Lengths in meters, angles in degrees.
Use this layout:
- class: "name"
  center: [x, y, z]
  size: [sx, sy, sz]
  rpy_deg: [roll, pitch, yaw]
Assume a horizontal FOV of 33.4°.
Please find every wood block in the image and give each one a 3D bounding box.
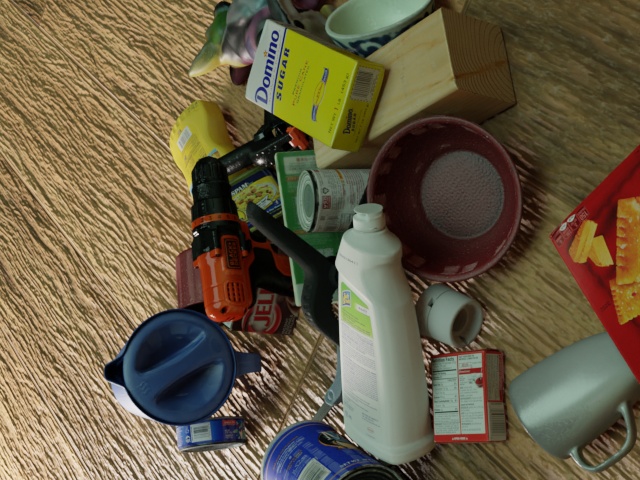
- class: "wood block"
  center: [0.089, -0.145, 1.106]
  size: [0.207, 0.090, 0.090]
  rpy_deg: [-27, 65, 45]

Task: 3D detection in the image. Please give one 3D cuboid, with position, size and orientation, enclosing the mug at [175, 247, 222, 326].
- class: "mug"
  center: [-0.142, 0.062, 1.363]
  size: [0.117, 0.093, 0.081]
  rpy_deg: [95, 169, -65]

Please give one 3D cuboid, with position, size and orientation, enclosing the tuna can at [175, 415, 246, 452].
- class: "tuna can"
  center: [-0.134, 0.239, 1.315]
  size: [0.086, 0.085, 0.034]
  rpy_deg: [-24, 67, 46]

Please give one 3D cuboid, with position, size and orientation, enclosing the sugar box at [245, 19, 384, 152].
- class: "sugar box"
  center: [-0.011, -0.165, 1.120]
  size: [0.176, 0.048, 0.093]
  rpy_deg: [33, 111, 46]

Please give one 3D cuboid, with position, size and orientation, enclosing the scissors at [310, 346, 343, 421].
- class: "scissors"
  center: [0.015, 0.155, 1.205]
  size: [0.202, 0.016, 0.096]
  rpy_deg: [-42, 52, 38]

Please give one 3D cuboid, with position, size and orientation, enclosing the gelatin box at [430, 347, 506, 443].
- class: "gelatin box"
  center: [0.144, 0.152, 1.039]
  size: [0.073, 0.030, 0.089]
  rpy_deg: [-15, 73, 50]

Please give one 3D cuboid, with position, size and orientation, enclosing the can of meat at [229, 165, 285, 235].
- class: "can of meat"
  center: [-0.079, -0.033, 1.288]
  size: [0.102, 0.057, 0.084]
  rpy_deg: [-30, 53, -6]

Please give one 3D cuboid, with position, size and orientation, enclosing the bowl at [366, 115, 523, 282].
- class: "bowl"
  center: [0.128, -0.042, 1.044]
  size: [0.162, 0.055, 0.162]
  rpy_deg: [5, 100, 29]

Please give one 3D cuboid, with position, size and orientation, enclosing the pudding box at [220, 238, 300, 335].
- class: "pudding box"
  center: [-0.063, 0.053, 1.256]
  size: [0.039, 0.089, 0.113]
  rpy_deg: [25, 103, 50]

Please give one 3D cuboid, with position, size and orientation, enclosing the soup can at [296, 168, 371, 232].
- class: "soup can"
  center: [0.032, -0.043, 1.135]
  size: [0.069, 0.102, 0.068]
  rpy_deg: [178, 90, -73]

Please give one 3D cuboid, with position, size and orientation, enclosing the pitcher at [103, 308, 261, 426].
- class: "pitcher"
  center: [-0.183, 0.163, 1.322]
  size: [0.145, 0.149, 0.243]
  rpy_deg: [-51, 7, -18]

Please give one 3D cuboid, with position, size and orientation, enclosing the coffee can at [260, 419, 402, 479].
- class: "coffee can"
  center: [0.012, 0.256, 1.103]
  size: [0.140, 0.102, 0.103]
  rpy_deg: [20, 100, 61]

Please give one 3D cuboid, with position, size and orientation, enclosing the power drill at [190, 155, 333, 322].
- class: "power drill"
  center: [-0.058, 0.001, 1.182]
  size: [0.057, 0.187, 0.184]
  rpy_deg: [-27, 65, 50]

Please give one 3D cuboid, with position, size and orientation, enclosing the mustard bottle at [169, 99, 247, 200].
- class: "mustard bottle"
  center: [-0.138, -0.088, 1.395]
  size: [0.096, 0.058, 0.192]
  rpy_deg: [-53, 47, 32]

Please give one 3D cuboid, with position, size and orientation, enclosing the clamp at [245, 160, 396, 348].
- class: "clamp"
  center: [0.009, 0.028, 1.088]
  size: [0.036, 0.164, 0.210]
  rpy_deg: [-146, 47, -60]

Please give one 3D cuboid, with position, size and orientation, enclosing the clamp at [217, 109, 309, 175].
- class: "clamp"
  center: [-0.056, -0.126, 1.272]
  size: [0.172, 0.039, 0.120]
  rpy_deg: [-2, 50, 55]

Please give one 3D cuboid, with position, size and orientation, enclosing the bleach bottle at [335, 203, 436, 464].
- class: "bleach bottle"
  center: [0.060, 0.088, 1.051]
  size: [0.103, 0.068, 0.251]
  rpy_deg: [24, 125, 51]
